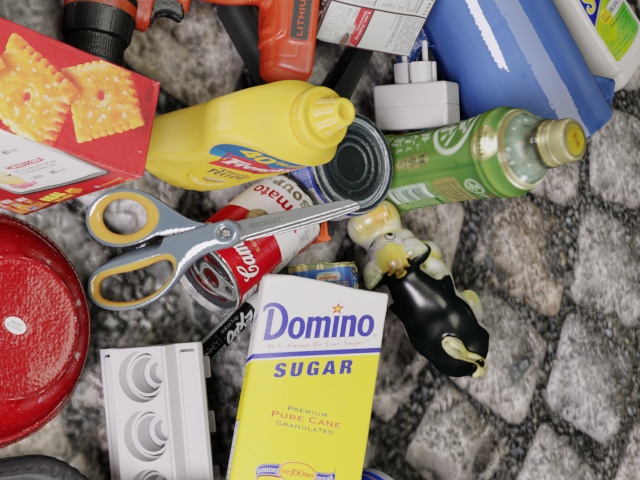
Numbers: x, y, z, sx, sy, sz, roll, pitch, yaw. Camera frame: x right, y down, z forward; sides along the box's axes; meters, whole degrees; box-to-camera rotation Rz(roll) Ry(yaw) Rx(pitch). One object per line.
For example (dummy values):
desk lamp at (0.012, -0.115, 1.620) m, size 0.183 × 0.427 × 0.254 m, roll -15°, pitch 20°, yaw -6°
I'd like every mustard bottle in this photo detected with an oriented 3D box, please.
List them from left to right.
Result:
mustard bottle at (-0.044, -0.075, 0.758) m, size 0.096 × 0.192 × 0.058 m, roll 13°, pitch 77°, yaw -37°

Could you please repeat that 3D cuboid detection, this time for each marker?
marker at (-0.068, 0.065, 0.834) m, size 0.121 × 0.020 × 0.020 m, roll -46°, pitch 113°, yaw -33°

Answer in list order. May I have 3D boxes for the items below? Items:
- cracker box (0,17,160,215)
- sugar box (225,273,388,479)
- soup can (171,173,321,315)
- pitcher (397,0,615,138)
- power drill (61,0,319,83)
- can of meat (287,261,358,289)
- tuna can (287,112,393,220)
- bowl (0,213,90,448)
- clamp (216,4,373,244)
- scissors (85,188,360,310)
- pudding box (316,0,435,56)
cracker box at (-0.229, -0.085, 0.628) m, size 0.213 × 0.164 × 0.072 m, roll 20°, pitch 71°, yaw -36°
sugar box at (-0.011, 0.117, 0.756) m, size 0.093 × 0.048 × 0.176 m, roll 10°, pitch 79°, yaw -7°
soup can at (-0.055, 0.001, 0.820) m, size 0.102 × 0.069 × 0.068 m, roll -41°, pitch 110°, yaw -35°
pitcher at (0.150, -0.185, 0.981) m, size 0.149 × 0.145 × 0.243 m, roll -43°, pitch 108°, yaw -47°
power drill at (-0.096, -0.167, 0.793) m, size 0.187 × 0.057 × 0.184 m, roll 11°, pitch 80°, yaw -25°
can of meat at (0.006, 0.062, 0.846) m, size 0.057 × 0.102 × 0.084 m, roll -5°, pitch 84°, yaw 3°
tuna can at (0.017, -0.060, 0.857) m, size 0.085 × 0.034 × 0.086 m, roll 5°, pitch 81°, yaw -36°
bowl at (-0.212, 0.058, 0.696) m, size 0.161 × 0.055 × 0.162 m, roll 5°, pitch 81°, yaw -39°
clamp at (-0.003, -0.102, 0.894) m, size 0.164 × 0.036 × 0.210 m, roll -6°, pitch 85°, yaw -38°
scissors at (-0.081, -0.019, 0.759) m, size 0.202 × 0.016 × 0.096 m, roll -28°, pitch 81°, yaw 4°
pudding box at (0.043, -0.203, 0.875) m, size 0.113 × 0.039 × 0.090 m, roll 0°, pitch 127°, yaw -40°
